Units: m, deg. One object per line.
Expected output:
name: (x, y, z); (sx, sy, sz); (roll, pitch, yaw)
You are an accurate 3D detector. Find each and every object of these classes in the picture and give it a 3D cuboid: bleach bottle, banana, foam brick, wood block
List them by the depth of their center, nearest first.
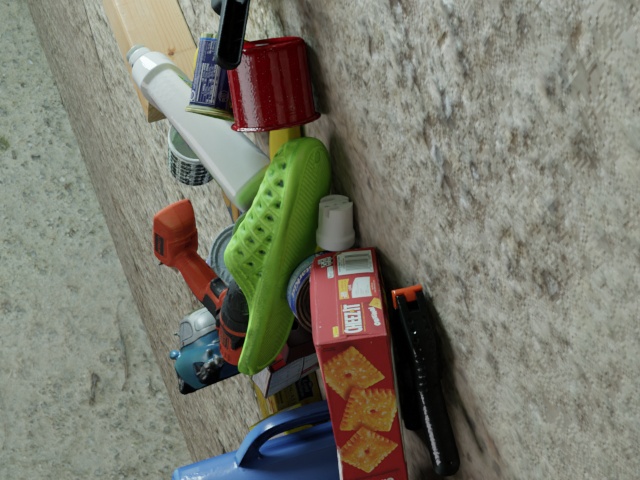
banana: (-0.021, -0.063, 1.174); (0.070, 0.037, 0.198); (-15, 96, 46)
foam brick: (-0.014, 0.100, 1.242); (0.053, 0.078, 0.051); (63, 161, 22)
bleach bottle: (-0.143, -0.139, 1.263); (0.251, 0.068, 0.102); (48, -178, 20)
wood block: (-0.240, -0.288, 1.541); (0.090, 0.090, 0.206); (113, 137, -66)

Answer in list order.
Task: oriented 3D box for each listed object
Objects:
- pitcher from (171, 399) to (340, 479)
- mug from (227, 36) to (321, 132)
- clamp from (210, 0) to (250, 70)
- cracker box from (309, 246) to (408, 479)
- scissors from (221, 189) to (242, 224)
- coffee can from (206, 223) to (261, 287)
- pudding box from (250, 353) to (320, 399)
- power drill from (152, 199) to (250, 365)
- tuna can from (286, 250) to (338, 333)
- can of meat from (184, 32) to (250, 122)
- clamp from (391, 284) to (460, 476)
pitcher: (-0.048, 0.285, 1.255); (0.145, 0.242, 0.149); (116, 141, -70)
mug: (-0.050, -0.162, 1.081); (0.117, 0.093, 0.081); (-80, -17, -73)
clamp: (-0.080, -0.252, 1.054); (0.164, 0.036, 0.210); (-67, 20, 6)
cracker box: (0.038, 0.139, 1.035); (0.164, 0.072, 0.214); (-94, -5, -62)
scissors: (-0.126, -0.023, 1.584); (0.202, 0.016, 0.096); (96, 153, -54)
coffee can: (-0.105, 0.044, 1.431); (0.140, 0.102, 0.103); (125, 125, -70)
pudding box: (-0.039, 0.150, 1.344); (0.039, 0.090, 0.113); (56, 161, 19)
power drill: (-0.131, 0.043, 1.268); (0.188, 0.057, 0.184); (54, 155, 22)
tuna can: (0.009, 0.054, 1.103); (0.034, 0.086, 0.086); (-132, 28, -57)
can of meat: (-0.092, -0.170, 1.138); (0.058, 0.101, 0.084); (12, 93, 30)
clamp: (0.091, 0.124, 0.995); (0.120, 0.039, 0.171); (-169, 69, -75)
